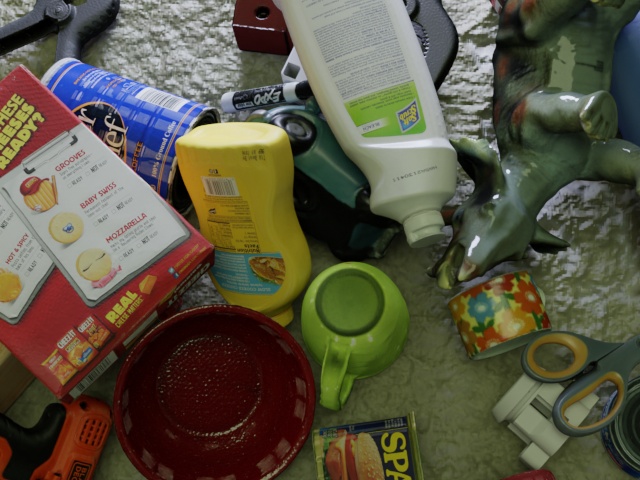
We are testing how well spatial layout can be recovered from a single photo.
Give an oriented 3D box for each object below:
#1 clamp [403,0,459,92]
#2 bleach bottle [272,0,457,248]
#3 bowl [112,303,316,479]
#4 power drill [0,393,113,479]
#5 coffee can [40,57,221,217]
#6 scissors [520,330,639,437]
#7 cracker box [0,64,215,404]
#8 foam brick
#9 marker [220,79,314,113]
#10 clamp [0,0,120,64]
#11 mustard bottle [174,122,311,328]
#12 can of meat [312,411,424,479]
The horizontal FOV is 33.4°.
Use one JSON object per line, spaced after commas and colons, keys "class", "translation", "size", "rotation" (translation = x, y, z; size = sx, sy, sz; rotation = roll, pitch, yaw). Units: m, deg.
{"class": "clamp", "translation": [0.078, -0.200, 0.918], "size": [0.164, 0.036, 0.210], "rotation": [-12, 71, 3]}
{"class": "bleach bottle", "translation": [0.039, -0.112, 0.848], "size": [0.102, 0.068, 0.251], "rotation": [-19, 73, 8]}
{"class": "bowl", "translation": [-0.087, 0.125, 0.866], "size": [0.162, 0.055, 0.162], "rotation": [-2, 100, -11]}
{"class": "power drill", "translation": [-0.266, 0.191, 0.826], "size": [0.057, 0.187, 0.184], "rotation": [11, 78, 49]}
{"class": "coffee can", "translation": [-0.171, -0.089, 0.933], "size": [0.140, 0.103, 0.103], "rotation": [20, 76, 10]}
{"class": "scissors", "translation": [0.239, 0.078, 0.862], "size": [0.096, 0.016, 0.201], "rotation": [40, 58, 17]}
{"class": "cracker box", "translation": [-0.213, -0.003, 0.833], "size": [0.214, 0.072, 0.164], "rotation": [43, 76, 6]}
{"class": "foam brick", "translation": [-0.047, -0.218, 0.987], "size": [0.053, 0.051, 0.078], "rotation": [7, 74, 6]}
{"class": "marker", "translation": [-0.041, -0.128, 0.941], "size": [0.121, 0.020, 0.020], "rotation": [-2, 69, 43]}
{"class": "clamp", "translation": [-0.254, -0.207, 1.009], "size": [0.120, 0.039, 0.171], "rotation": [23, 70, 7]}
{"class": "mustard bottle", "translation": [-0.055, 0.001, 0.876], "size": [0.096, 0.191, 0.058], "rotation": [4, 28, 31]}
{"class": "can of meat", "translation": [0.042, 0.194, 0.854], "size": [0.084, 0.057, 0.102], "rotation": [-9, 73, 4]}
